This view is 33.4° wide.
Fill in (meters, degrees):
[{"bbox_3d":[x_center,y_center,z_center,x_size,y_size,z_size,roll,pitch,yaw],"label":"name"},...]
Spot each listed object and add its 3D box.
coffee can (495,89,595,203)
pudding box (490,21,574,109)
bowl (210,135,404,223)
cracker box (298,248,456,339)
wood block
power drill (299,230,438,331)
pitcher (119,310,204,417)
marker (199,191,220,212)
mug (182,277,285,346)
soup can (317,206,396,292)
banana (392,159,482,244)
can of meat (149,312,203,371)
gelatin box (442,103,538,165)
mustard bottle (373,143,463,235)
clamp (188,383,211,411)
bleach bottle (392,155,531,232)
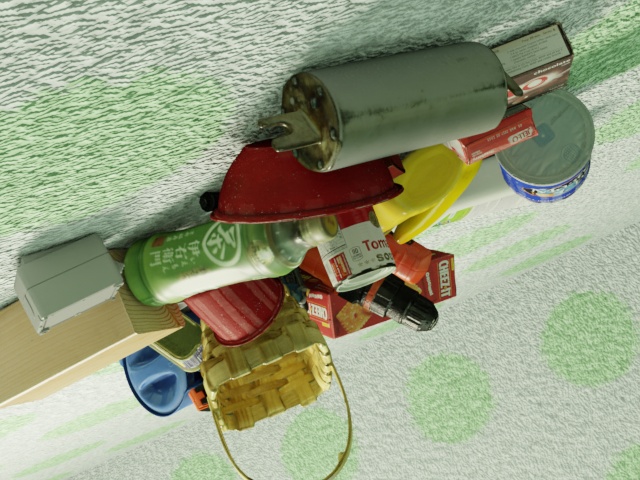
[{"bbox_3d":[0.240,-0.099,1.146,0.103,0.103,0.140,-24,169,9],"label":"coffee can"},{"bbox_3d":[0.162,-0.143,0.942,0.113,0.039,0.090,-23,169,5],"label":"pudding box"},{"bbox_3d":[-0.015,-0.056,0.875,0.162,0.055,0.162,-7,-169,1],"label":"bowl"},{"bbox_3d":[0.054,0.062,1.462,0.213,0.072,0.164,-15,-163,-33],"label":"cracker box"},{"bbox_3d":[-0.256,0.092,1.101,0.206,0.091,0.090,-28,169,24],"label":"wood block"},{"bbox_3d":[0.076,0.036,1.294,0.057,0.184,0.187,-62,168,18],"label":"power drill"},{"bbox_3d":[-0.162,0.154,1.543,0.242,0.149,0.145,-16,151,-47],"label":"pitcher"},{"bbox_3d":[-0.072,-0.040,1.024,0.020,0.020,0.120,-30,166,35],"label":"marker"},{"bbox_3d":[-0.090,0.040,1.101,0.117,0.081,0.093,-51,-144,-14],"label":"mug"},{"bbox_3d":[0.028,-0.007,1.074,0.068,0.102,0.068,-20,167,-5],"label":"soup can"},{"bbox_3d":[0.140,-0.065,1.226,0.069,0.037,0.198,-22,157,-31],"label":"banana"},{"bbox_3d":[-0.187,0.114,1.330,0.057,0.102,0.084,-55,171,-11],"label":"can of meat"},{"bbox_3d":[0.156,-0.108,1.014,0.073,0.030,0.089,-24,-157,-3],"label":"gelatin box"},{"bbox_3d":[0.079,-0.045,1.174,0.096,0.058,0.192,-45,-176,-24],"label":"mustard bottle"},{"bbox_3d":[-0.107,0.199,1.470,0.209,0.036,0.165,-16,158,-47],"label":"clamp"},{"bbox_3d":[0.182,-0.060,1.335,0.250,0.068,0.103,-17,162,-15],"label":"bleach bottle"}]
